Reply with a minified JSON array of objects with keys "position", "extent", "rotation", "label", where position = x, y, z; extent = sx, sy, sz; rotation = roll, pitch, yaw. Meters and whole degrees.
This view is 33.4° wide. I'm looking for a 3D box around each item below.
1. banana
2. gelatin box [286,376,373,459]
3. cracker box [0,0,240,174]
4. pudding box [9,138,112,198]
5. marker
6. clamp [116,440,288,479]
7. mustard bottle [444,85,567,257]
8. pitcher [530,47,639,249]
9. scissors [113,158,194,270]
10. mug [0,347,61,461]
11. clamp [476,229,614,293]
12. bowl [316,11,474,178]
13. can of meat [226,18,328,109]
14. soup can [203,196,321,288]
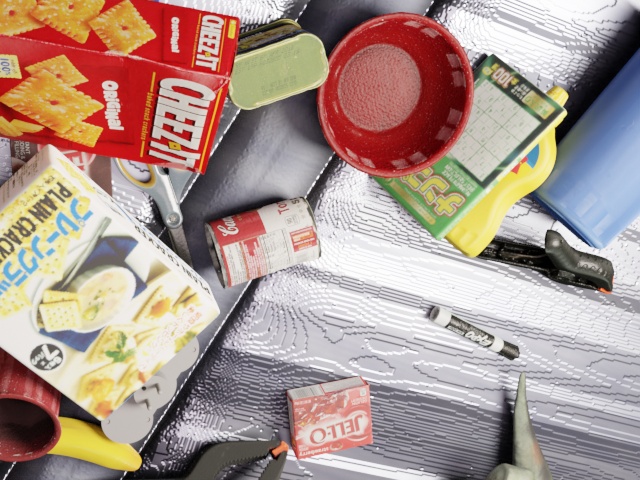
[{"position":[-0.280,0.207,1.081],"extent":[0.197,0.037,0.070],"rotation":[0,125,-15],"label":"banana"},{"position":[0.011,0.193,1.162],"extent":[0.089,0.030,0.073],"rotation":[-9,110,-13],"label":"gelatin box"},{"position":[-0.188,-0.136,0.904],"extent":[0.213,0.164,0.072],"rotation":[10,63,-9],"label":"cracker box"},{"position":[-0.242,-0.055,1.000],"extent":[0.090,0.039,0.113],"rotation":[-5,109,-15],"label":"pudding box"},{"position":[0.174,0.105,1.187],"extent":[0.121,0.020,0.020],"rotation":[27,98,-22],"label":"marker"},{"position":[-0.117,0.284,1.118],"extent":[0.209,0.036,0.164],"rotation":[-26,74,-13],"label":"clamp"},{"position":[0.182,-0.082,1.091],"extent":[0.191,0.096,0.058],"rotation":[-48,154,2],"label":"mustard bottle"},{"position":[0.341,-0.103,1.104],"extent":[0.243,0.149,0.144],"rotation":[-48,121,6],"label":"pitcher"},{"position":[-0.133,-0.039,1.051],"extent":[0.096,0.016,0.201],"rotation":[-32,114,-4],"label":"scissors"},{"position":[-0.301,0.155,1.022],"extent":[0.117,0.081,0.093],"rotation":[-26,127,14],"label":"mug"},{"position":[0.260,0.022,1.138],"extent":[0.171,0.120,0.039],"rotation":[14,84,-24],"label":"clamp"},{"position":[0.067,-0.146,1.052],"extent":[0.162,0.055,0.162],"rotation":[-5,109,-15],"label":"bowl"},{"position":[-0.050,-0.164,0.997],"extent":[0.102,0.084,0.057],"rotation":[-21,112,-9],"label":"can of meat"},{"position":[-0.057,0.001,1.058],"extent":[0.102,0.068,0.068],"rotation":[-17,112,-11],"label":"soup can"}]
